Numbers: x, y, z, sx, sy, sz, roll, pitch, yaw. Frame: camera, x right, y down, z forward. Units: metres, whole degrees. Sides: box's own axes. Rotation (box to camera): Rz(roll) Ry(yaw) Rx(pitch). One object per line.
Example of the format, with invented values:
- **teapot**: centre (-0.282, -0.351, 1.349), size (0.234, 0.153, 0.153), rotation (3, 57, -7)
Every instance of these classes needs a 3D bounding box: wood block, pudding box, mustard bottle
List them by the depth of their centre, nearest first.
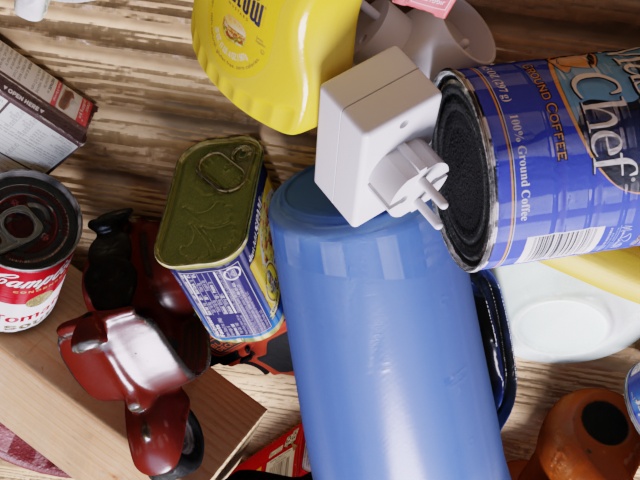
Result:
- **mustard bottle**: centre (-0.012, -0.147, 0.496), size (0.058, 0.096, 0.192), rotation (-25, 150, -32)
- **pudding box**: centre (-0.206, -0.069, 0.655), size (0.090, 0.039, 0.114), rotation (34, 136, -30)
- **wood block**: centre (-0.154, 0.106, 0.746), size (0.206, 0.090, 0.090), rotation (35, 138, 8)

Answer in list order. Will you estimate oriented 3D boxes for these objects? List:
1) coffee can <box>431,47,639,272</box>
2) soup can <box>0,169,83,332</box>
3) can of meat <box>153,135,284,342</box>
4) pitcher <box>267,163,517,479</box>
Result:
- **coffee can**: centre (0.135, -0.044, 0.540), size (0.140, 0.103, 0.103), rotation (-8, 140, -9)
- **soup can**: centre (-0.192, 0.009, 0.670), size (0.068, 0.068, 0.102), rotation (20, 148, -12)
- **can of meat**: centre (-0.054, 0.001, 0.660), size (0.057, 0.102, 0.084), rotation (-6, 139, 16)
- **pitcher**: centre (0.049, 0.067, 0.671), size (0.145, 0.149, 0.243), rotation (-7, 117, 8)
